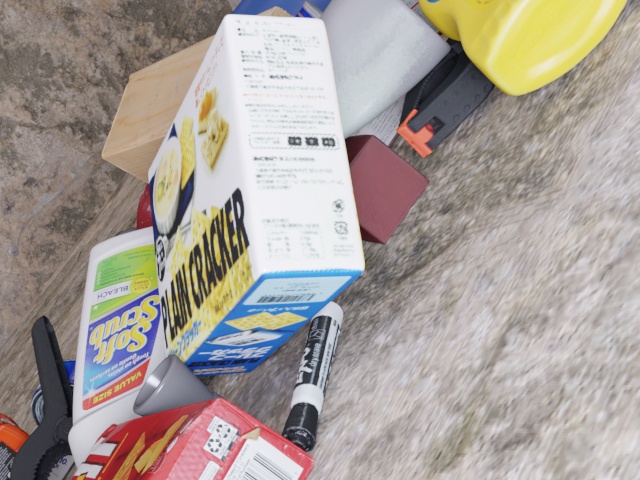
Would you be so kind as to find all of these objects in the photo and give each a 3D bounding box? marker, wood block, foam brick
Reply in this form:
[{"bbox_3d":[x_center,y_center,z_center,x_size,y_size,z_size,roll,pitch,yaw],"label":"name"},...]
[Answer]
[{"bbox_3d":[-0.004,0.077,0.610,0.020,0.020,0.121,-44,17,30],"label":"marker"},{"bbox_3d":[-0.078,-0.104,0.867,0.207,0.090,0.090,-11,58,49],"label":"wood block"},{"bbox_3d":[0.028,-0.035,0.715,0.053,0.051,0.078,-53,14,-6],"label":"foam brick"}]

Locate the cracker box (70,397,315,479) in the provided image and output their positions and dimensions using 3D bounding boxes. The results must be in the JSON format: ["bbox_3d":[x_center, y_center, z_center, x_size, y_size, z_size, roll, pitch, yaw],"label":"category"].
[{"bbox_3d":[-0.109,0.177,0.592,0.164,0.072,0.214,-59,15,-25],"label":"cracker box"}]

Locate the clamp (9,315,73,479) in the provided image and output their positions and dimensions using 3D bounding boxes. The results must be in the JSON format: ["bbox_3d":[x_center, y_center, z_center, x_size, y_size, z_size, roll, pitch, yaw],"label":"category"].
[{"bbox_3d":[-0.208,0.156,0.888,0.165,0.036,0.210,11,63,25],"label":"clamp"}]

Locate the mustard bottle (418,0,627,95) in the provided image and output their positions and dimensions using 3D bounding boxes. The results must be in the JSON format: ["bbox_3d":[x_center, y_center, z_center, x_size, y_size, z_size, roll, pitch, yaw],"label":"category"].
[{"bbox_3d":[0.109,-0.164,0.663,0.096,0.058,0.192,-46,30,13],"label":"mustard bottle"}]

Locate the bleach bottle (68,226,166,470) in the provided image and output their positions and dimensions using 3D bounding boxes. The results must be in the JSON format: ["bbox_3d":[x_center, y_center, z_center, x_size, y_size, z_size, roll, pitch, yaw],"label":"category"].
[{"bbox_3d":[-0.139,0.097,0.829,0.102,0.068,0.251,-14,42,7],"label":"bleach bottle"}]

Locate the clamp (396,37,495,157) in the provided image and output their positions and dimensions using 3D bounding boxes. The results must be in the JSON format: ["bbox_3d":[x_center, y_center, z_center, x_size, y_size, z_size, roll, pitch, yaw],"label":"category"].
[{"bbox_3d":[0.111,-0.132,0.718,0.120,0.039,0.171,-26,32,60],"label":"clamp"}]

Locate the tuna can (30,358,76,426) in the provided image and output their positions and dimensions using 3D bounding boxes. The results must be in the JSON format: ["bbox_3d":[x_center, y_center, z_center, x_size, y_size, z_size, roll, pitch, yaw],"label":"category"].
[{"bbox_3d":[-0.218,0.150,0.970,0.086,0.086,0.033,-43,18,32],"label":"tuna can"}]
